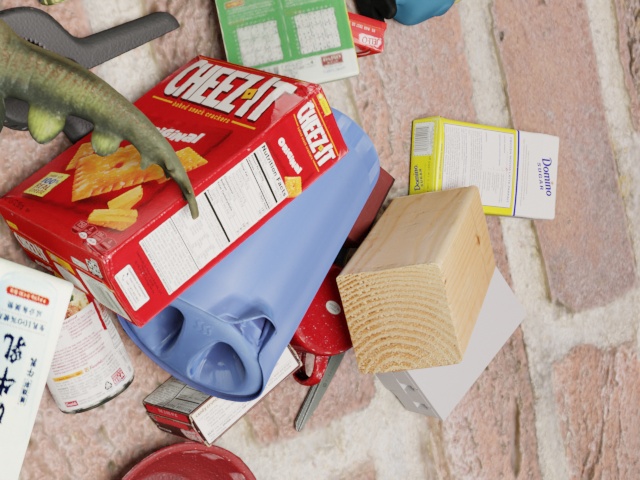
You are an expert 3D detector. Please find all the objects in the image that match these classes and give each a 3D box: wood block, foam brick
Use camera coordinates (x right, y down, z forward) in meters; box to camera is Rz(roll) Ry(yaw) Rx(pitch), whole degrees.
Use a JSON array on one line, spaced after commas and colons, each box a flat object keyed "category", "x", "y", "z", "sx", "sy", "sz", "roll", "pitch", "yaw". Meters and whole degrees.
[{"category": "wood block", "x": 0.091, "y": 0.029, "z": 0.946, "sx": 0.205, "sy": 0.090, "sz": 0.091, "roll": -50, "pitch": 128, "yaw": -64}, {"category": "foam brick", "x": 0.023, "y": -0.039, "z": 1.005, "sx": 0.051, "sy": 0.053, "sz": 0.078, "roll": 36, "pitch": 71, "yaw": -30}]

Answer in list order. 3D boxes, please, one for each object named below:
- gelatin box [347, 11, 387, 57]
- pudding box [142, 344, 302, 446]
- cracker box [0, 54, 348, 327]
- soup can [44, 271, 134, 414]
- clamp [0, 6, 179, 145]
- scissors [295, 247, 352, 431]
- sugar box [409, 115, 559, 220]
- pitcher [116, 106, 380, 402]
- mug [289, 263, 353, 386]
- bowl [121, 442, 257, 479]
[{"category": "gelatin box", "x": 0.005, "y": -0.185, "z": 0.964, "sx": 0.073, "sy": 0.089, "sz": 0.030, "roll": 10, "pitch": 86, "yaw": -34}, {"category": "pudding box", "x": -0.085, "y": 0.123, "z": 0.913, "sx": 0.113, "sy": 0.090, "sz": 0.039, "roll": -41, "pitch": 113, "yaw": -27}, {"category": "cracker box", "x": -0.113, "y": -0.049, "z": 0.803, "sx": 0.213, "sy": 0.164, "sz": 0.072, "roll": -42, "pitch": 129, "yaw": -23}, {"category": "soup can", "x": -0.198, "y": 0.078, "z": 0.848, "sx": 0.068, "sy": 0.069, "sz": 0.102, "roll": -31, "pitch": 109, "yaw": -30}, {"category": "clamp", "x": -0.201, "y": -0.135, "z": 0.842, "sx": 0.209, "sy": 0.036, "sz": 0.164, "roll": 23, "pitch": 78, "yaw": -44}, {"category": "scissors", "x": 0.016, "y": 0.078, "z": 1.026, "sx": 0.201, "sy": 0.016, "sz": 0.096, "roll": -47, "pitch": 114, "yaw": -24}, {"category": "sugar box", "x": 0.172, "y": -0.072, "z": 1.111, "sx": 0.175, "sy": 0.048, "sz": 0.093, "roll": 5, "pitch": 89, "yaw": -38}, {"category": "pitcher", "x": -0.056, "y": 0.001, "z": 0.877, "sx": 0.242, "sy": 0.149, "sz": 0.145, "roll": -57, "pitch": 164, "yaw": -33}, {"category": "mug", "x": -0.008, "y": 0.072, "z": 0.960, "sx": 0.093, "sy": 0.082, "sz": 0.117, "roll": 7, "pitch": 87, "yaw": -24}, {"category": "bowl", "x": -0.127, "y": 0.248, "z": 0.910, "sx": 0.161, "sy": 0.055, "sz": 0.162, "roll": -1, "pitch": 92, "yaw": -34}]
